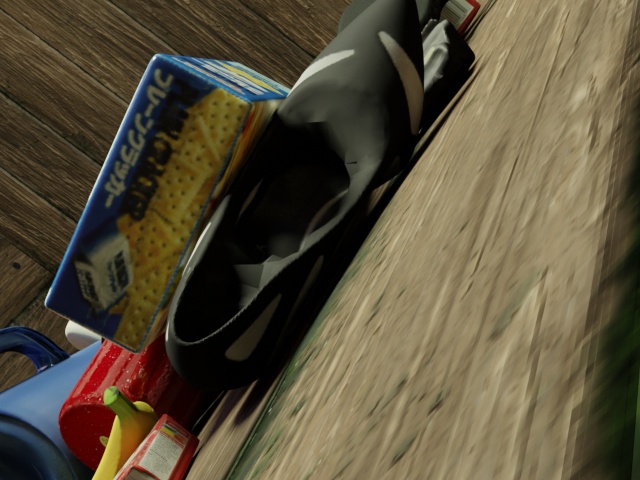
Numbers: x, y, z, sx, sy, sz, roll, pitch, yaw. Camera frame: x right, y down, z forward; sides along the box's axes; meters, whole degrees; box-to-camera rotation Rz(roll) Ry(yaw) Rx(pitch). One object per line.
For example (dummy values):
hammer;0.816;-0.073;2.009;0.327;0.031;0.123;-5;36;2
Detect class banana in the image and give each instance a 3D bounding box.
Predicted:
banana;-0.145;0.168;0.656;0.198;0.069;0.037;-59;36;16

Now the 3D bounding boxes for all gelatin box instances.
gelatin box;-0.108;0.148;0.589;0.089;0.030;0.073;-52;3;13

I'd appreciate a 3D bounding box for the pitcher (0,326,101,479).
pitcher;-0.201;0.148;0.840;0.242;0.145;0.149;-41;-34;-73

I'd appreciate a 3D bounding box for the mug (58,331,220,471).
mug;-0.118;0.100;0.709;0.117;0.093;0.081;-60;2;42
